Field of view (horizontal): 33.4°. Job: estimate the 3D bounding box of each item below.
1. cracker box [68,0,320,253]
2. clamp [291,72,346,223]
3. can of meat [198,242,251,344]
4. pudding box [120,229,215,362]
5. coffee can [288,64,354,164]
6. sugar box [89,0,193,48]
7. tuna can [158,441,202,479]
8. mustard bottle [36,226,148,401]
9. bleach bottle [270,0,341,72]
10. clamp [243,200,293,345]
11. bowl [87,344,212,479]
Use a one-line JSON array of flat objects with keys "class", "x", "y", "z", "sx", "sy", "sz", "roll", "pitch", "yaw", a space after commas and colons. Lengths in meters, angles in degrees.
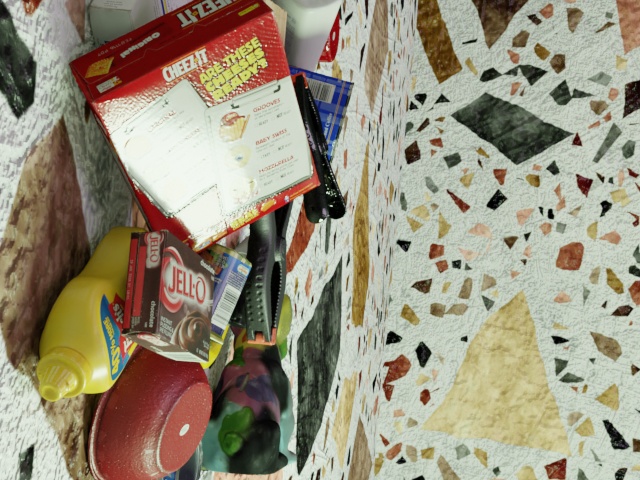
[{"class": "cracker box", "x": -0.102, "y": -0.098, "z": 0.931, "sx": 0.072, "sy": 0.164, "sz": 0.213, "roll": 52, "pitch": -14, "yaw": 39}, {"class": "clamp", "x": -0.011, "y": -0.095, "z": 1.156, "sx": 0.120, "sy": 0.039, "sz": 0.171, "roll": -66, "pitch": 138, "yaw": -79}, {"class": "can of meat", "x": -0.123, "y": 0.043, "z": 1.018, "sx": 0.057, "sy": 0.102, "sz": 0.084, "roll": 37, "pitch": 73, "yaw": -52}, {"class": "pudding box", "x": -0.128, "y": 0.050, "z": 0.912, "sx": 0.113, "sy": 0.039, "sz": 0.090, "roll": 51, "pitch": 40, "yaw": -67}, {"class": "coffee can", "x": -0.041, "y": -0.155, "z": 1.254, "sx": 0.103, "sy": 0.140, "sz": 0.103, "roll": -171, "pitch": -84, "yaw": -89}, {"class": "sugar box", "x": -0.152, "y": -0.216, "z": 0.961, "sx": 0.176, "sy": 0.048, "sz": 0.093, "roll": -69, "pitch": 162, "yaw": -44}, {"class": "tuna can", "x": -0.159, "y": 0.252, "z": 1.175, "sx": 0.086, "sy": 0.034, "sz": 0.086, "roll": 6, "pitch": 90, "yaw": -79}, {"class": "mustard bottle", "x": -0.185, "y": 0.070, "z": 0.889, "sx": 0.191, "sy": 0.058, "sz": 0.096, "roll": -65, "pitch": 156, "yaw": -59}, {"class": "bleach bottle", "x": -0.048, "y": -0.236, "z": 1.317, "sx": 0.068, "sy": 0.103, "sz": 0.251, "roll": -25, "pitch": 159, "yaw": -28}, {"class": "clamp", "x": -0.057, "y": 0.001, "z": 1.106, "sx": 0.164, "sy": 0.036, "sz": 0.210, "roll": 37, "pitch": 58, "yaw": -74}, {"class": "bowl", "x": -0.150, "y": 0.168, "z": 1.015, "sx": 0.161, "sy": 0.055, "sz": 0.162, "roll": -49, "pitch": 150, "yaw": -42}]
